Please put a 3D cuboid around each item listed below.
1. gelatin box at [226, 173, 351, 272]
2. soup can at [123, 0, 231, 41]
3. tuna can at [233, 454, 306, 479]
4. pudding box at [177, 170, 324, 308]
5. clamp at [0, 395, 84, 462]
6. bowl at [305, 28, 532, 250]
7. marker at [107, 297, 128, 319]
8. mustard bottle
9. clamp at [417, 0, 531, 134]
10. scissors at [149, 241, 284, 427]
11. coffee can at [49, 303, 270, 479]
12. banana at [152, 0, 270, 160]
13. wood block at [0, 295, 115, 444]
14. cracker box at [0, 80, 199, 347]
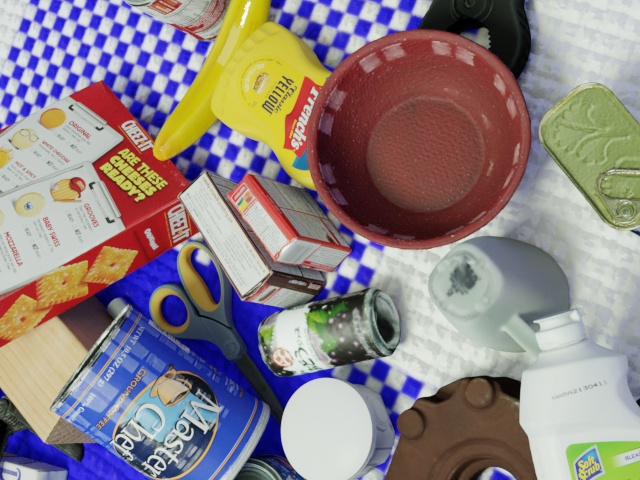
[{"bbox_3d":[-0.024,-0.013,0.855,0.030,0.089,0.073,-46,62,18],"label":"gelatin box"},{"bbox_3d":[-0.124,-0.223,0.942,0.069,0.102,0.068,-5,80,30],"label":"soup can"},{"bbox_3d":[-0.051,0.218,0.867,0.086,0.033,0.086,-5,79,30],"label":"tuna can"},{"bbox_3d":[-0.056,0.001,0.872,0.039,0.089,0.113,-45,63,17],"label":"pudding box"},{"bbox_3d":[-0.280,0.164,0.992,0.120,0.039,0.171,-18,51,0],"label":"clamp"},{"bbox_3d":[0.073,-0.069,0.782,0.162,0.055,0.162,-2,81,13],"label":"bowl"},{"bbox_3d":[-0.150,0.095,0.955,0.121,0.020,0.020,42,104,29],"label":"marker"},{"bbox_3d":[-0.001,-0.095,0.873,0.192,0.058,0.096,40,98,29],"label":"mustard bottle"},{"bbox_3d":[0.131,-0.184,0.821,0.165,0.036,0.210,2,86,29],"label":"clamp"},{"bbox_3d":[-0.091,0.096,0.922,0.096,0.016,0.202,-32,67,25],"label":"scissors"},{"bbox_3d":[-0.125,0.132,0.842,0.140,0.103,0.103,38,105,-9],"label":"coffee can"},{"bbox_3d":[-0.089,-0.158,0.929,0.037,0.069,0.198,29,98,30],"label":"banana"},{"bbox_3d":[-0.255,0.084,0.978,0.206,0.090,0.090,41,103,29],"label":"wood block"},{"bbox_3d":[-0.238,-0.025,0.935,0.213,0.072,0.164,-31,61,-20],"label":"cracker box"}]
